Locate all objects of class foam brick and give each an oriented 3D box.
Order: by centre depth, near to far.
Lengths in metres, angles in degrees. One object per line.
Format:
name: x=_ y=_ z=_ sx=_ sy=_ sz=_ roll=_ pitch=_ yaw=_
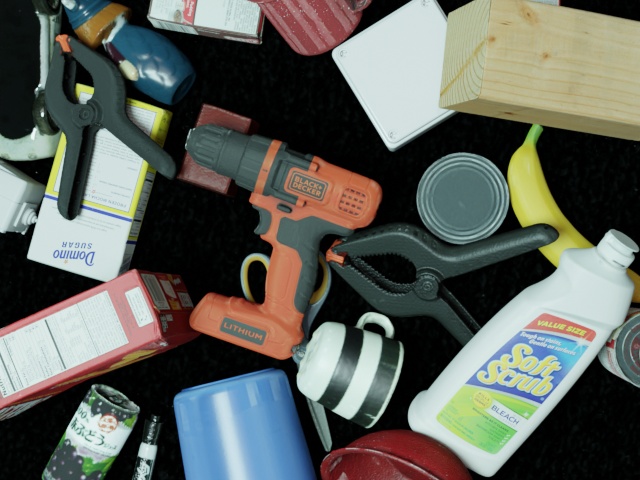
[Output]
foam brick: x=-0.098 y=-0.086 z=1.022 sx=0.051 sy=0.053 sz=0.078 roll=19 pitch=90 yaw=5

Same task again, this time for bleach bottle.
bleach bottle: x=0.185 y=0.090 z=0.940 sx=0.102 sy=0.068 sz=0.251 roll=33 pitch=115 yaw=1

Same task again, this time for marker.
marker: x=-0.173 y=0.229 z=1.038 sx=0.020 sy=0.020 sz=0.121 roll=13 pitch=90 yaw=5

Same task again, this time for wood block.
wood block: x=0.220 y=-0.148 z=0.943 sx=0.205 sy=0.091 sz=0.090 roll=7 pitch=89 yaw=-16

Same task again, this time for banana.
banana: x=0.231 y=-0.013 z=0.999 sx=0.069 sy=0.037 sz=0.198 roll=-33 pitch=86 yaw=4

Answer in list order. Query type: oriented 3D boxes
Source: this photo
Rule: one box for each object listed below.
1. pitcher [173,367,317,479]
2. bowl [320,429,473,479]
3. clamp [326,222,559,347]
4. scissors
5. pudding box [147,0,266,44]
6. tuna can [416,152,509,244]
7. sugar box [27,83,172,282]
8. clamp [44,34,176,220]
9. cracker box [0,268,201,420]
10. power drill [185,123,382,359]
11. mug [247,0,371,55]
pitcher: x=-0.066 y=0.248 z=0.983 sx=0.149 sy=0.145 sz=0.243 roll=-13 pitch=84 yaw=-8
bowl: x=0.083 y=0.222 z=0.971 sx=0.162 sy=0.162 sz=0.055 roll=31 pitch=54 yaw=5
clamp: x=0.111 y=0.029 z=0.989 sx=0.210 sy=0.036 sz=0.165 roll=22 pitch=117 yaw=9
scissors: x=-0.005 y=0.093 z=1.028 sx=0.096 sy=0.016 sz=0.202 roll=-31 pitch=86 yaw=4
pudding box: x=-0.104 y=-0.245 z=1.034 sx=0.113 sy=0.039 sz=0.090 roll=10 pitch=89 yaw=3
tuna can: x=0.134 y=-0.039 z=1.010 sx=0.086 sy=0.033 sz=0.086 roll=0 pitch=89 yaw=5
sugar box: x=-0.213 y=-0.054 z=1.036 sx=0.093 sy=0.048 sz=0.176 roll=17 pitch=93 yaw=6
clamp: x=-0.200 y=-0.112 z=0.991 sx=0.120 sy=0.039 sz=0.171 roll=-12 pitch=87 yaw=7
cracker box: x=-0.229 y=0.100 z=0.974 sx=0.214 sy=0.164 sz=0.072 roll=-24 pitch=85 yaw=4
power drill: x=-0.056 y=0.001 z=0.975 sx=0.184 sy=0.057 sz=0.188 roll=20 pitch=102 yaw=2
mug: x=-0.003 y=-0.228 z=0.982 sx=0.117 sy=0.081 sz=0.093 roll=-6 pitch=52 yaw=35
